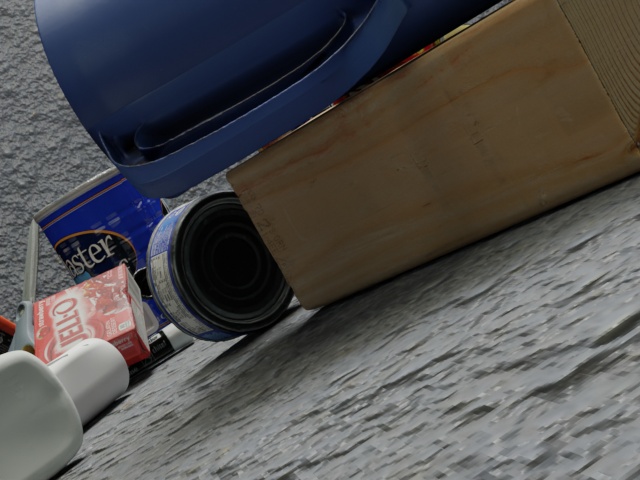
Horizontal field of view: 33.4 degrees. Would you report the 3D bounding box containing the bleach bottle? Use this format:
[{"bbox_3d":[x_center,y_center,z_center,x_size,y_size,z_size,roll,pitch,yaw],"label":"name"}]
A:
[{"bbox_3d":[-0.235,0.137,0.613,0.102,0.068,0.251,-35,5,-41],"label":"bleach bottle"}]

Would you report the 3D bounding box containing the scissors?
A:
[{"bbox_3d":[-0.243,0.077,0.849,0.096,0.016,0.202,-47,39,22],"label":"scissors"}]

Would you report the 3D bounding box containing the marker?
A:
[{"bbox_3d":[-0.143,0.093,0.731,0.121,0.020,0.020,-32,5,-11],"label":"marker"}]

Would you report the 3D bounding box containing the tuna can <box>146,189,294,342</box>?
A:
[{"bbox_3d":[-0.055,0.014,0.620,0.086,0.086,0.034,-34,8,-35],"label":"tuna can"}]

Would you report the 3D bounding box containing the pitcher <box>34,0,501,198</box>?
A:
[{"bbox_3d":[-0.008,-0.122,0.525,0.243,0.149,0.144,-26,-7,17],"label":"pitcher"}]

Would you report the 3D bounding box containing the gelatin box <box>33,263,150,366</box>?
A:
[{"bbox_3d":[-0.160,0.061,0.738,0.073,0.030,0.089,-24,32,0],"label":"gelatin box"}]

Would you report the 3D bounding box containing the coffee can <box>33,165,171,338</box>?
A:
[{"bbox_3d":[-0.159,0.014,0.895,0.103,0.140,0.103,-30,5,3],"label":"coffee can"}]

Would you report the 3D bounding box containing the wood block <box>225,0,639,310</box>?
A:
[{"bbox_3d":[0.064,-0.049,0.530,0.207,0.090,0.090,-26,7,40],"label":"wood block"}]
